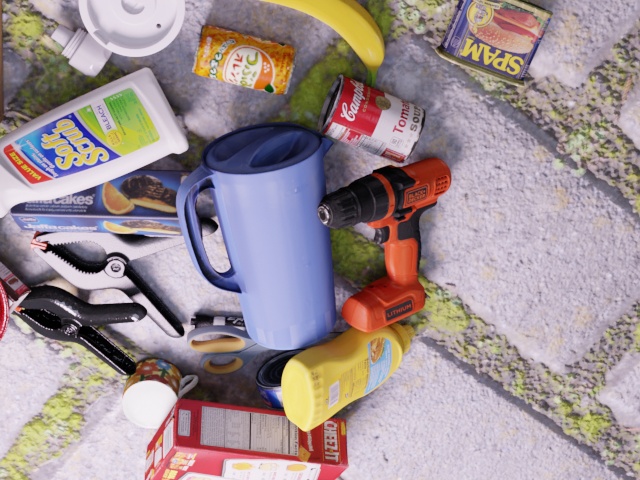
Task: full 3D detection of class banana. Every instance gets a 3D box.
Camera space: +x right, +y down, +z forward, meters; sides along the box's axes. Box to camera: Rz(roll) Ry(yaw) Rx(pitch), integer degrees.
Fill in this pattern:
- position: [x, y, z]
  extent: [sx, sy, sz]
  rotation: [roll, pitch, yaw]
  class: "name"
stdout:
- position: [0.000, -0.240, 1.137]
  extent: [0.197, 0.037, 0.070]
  rotation: [34, 109, -16]
  class: "banana"

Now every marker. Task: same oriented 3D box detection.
- position: [-0.099, 0.104, 1.305]
  extent: [0.121, 0.020, 0.020]
  rotation: [5, 115, -4]
  class: "marker"

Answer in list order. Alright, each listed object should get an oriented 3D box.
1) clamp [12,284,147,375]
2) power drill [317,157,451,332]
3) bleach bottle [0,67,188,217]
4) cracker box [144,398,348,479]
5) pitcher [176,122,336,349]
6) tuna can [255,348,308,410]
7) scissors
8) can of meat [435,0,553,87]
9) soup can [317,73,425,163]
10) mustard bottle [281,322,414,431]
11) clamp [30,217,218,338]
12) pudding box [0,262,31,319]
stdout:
- position: [-0.284, 0.091, 1.267]
  extent: [0.171, 0.039, 0.120]
  rotation: [24, 126, -7]
  class: "clamp"
- position: [0.068, 0.008, 1.204]
  extent: [0.184, 0.057, 0.188]
  rotation: [-19, 127, -35]
  class: "power drill"
- position: [-0.274, -0.088, 1.142]
  extent: [0.250, 0.068, 0.102]
  rotation: [-28, 93, -6]
  class: "bleach bottle"
- position: [-0.093, 0.261, 1.302]
  extent: [0.213, 0.072, 0.164]
  rotation: [10, 146, -17]
  class: "cracker box"
- position: [-0.058, 0.001, 1.199]
  extent: [0.149, 0.144, 0.243]
  rotation: [1, 120, 17]
  class: "pitcher"
- position: [-0.036, 0.168, 1.302]
  extent: [0.086, 0.086, 0.034]
  rotation: [-18, 113, 6]
  class: "tuna can"
- position: [-0.064, 0.135, 1.310]
  extent: [0.201, 0.016, 0.096]
  rotation: [4, 137, -9]
  class: "scissors"
- position: [0.187, -0.223, 1.142]
  extent: [0.102, 0.057, 0.084]
  rotation: [18, 110, -11]
  class: "can of meat"
- position: [0.056, -0.132, 1.172]
  extent: [0.102, 0.068, 0.069]
  rotation: [21, 113, -11]
  class: "soup can"
- position: [0.042, 0.145, 1.264]
  extent: [0.191, 0.058, 0.096]
  rotation: [-25, 130, -36]
  class: "mustard bottle"
- position: [-0.235, 0.033, 1.258]
  extent: [0.210, 0.036, 0.165]
  rotation: [9, 115, -7]
  class: "clamp"
- position: [-0.408, 0.067, 1.249]
  extent: [0.090, 0.039, 0.114]
  rotation: [44, 118, -6]
  class: "pudding box"
